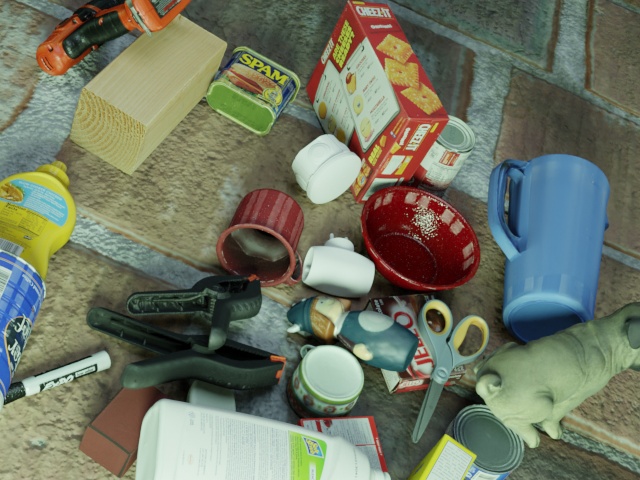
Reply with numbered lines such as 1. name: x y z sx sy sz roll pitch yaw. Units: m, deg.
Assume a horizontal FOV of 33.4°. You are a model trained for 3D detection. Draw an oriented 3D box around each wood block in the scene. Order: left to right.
1. wood block: -0.211 -0.187 1.323 0.091 0.090 0.205 31 45 2

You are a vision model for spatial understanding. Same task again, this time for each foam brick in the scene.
1. foam brick: -0.188 0.180 1.041 0.051 0.053 0.078 34 45 6

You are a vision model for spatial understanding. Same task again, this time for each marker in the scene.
1. marker: -0.267 0.137 1.065 0.120 0.020 0.020 -18 61 -35

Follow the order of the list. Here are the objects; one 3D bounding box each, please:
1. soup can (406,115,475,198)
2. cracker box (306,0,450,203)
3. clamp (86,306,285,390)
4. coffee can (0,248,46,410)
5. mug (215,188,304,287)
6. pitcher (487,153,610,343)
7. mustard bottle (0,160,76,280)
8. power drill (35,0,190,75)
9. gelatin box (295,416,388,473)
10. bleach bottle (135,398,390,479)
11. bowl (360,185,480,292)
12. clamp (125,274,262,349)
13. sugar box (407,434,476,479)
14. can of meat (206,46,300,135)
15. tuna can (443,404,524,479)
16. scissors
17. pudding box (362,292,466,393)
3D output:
1. soup can: 0.155 -0.108 1.417 0.068 0.102 0.068 13 48 -15
2. cracker box: 0.070 -0.180 1.396 0.072 0.164 0.214 -2 53 -29
3. clamp: -0.137 0.117 1.109 0.209 0.036 0.165 10 15 -34
4. coffee can: -0.332 0.089 1.017 0.102 0.103 0.140 19 46 -10
5. mug: -0.058 0.002 1.241 0.117 0.093 0.081 48 35 -23
6. pitcher: 0.289 0.010 1.362 0.149 0.145 0.242 1 47 17
7. mustard bottle: -0.317 -0.019 1.149 0.096 0.058 0.191 22 46 -5
8. power drill: -0.248 -0.284 1.335 0.057 0.188 0.184 55 41 -24
9. gelatin box: 0.020 0.224 1.117 0.089 0.030 0.073 2 53 -23
10. bleach bottle: -0.047 0.222 1.017 0.250 0.068 0.102 16 55 -23
11. bowl: 0.115 0.010 1.329 0.162 0.055 0.162 13 47 -15
12. clamp: -0.110 0.072 1.145 0.120 0.039 0.171 31 28 30
13. sugar box: 0.087 0.282 1.054 0.048 0.093 0.176 36 46 8
14. can of meat: -0.090 -0.197 1.412 0.102 0.058 0.083 29 48 0
15. tuna can: 0.180 0.227 1.186 0.086 0.034 0.086 13 47 -15
16. scissors: 0.122 0.135 1.198 0.096 0.016 0.201 41 47 10
17. pudding box: 0.107 0.118 1.242 0.089 0.039 0.113 -3 54 -27
